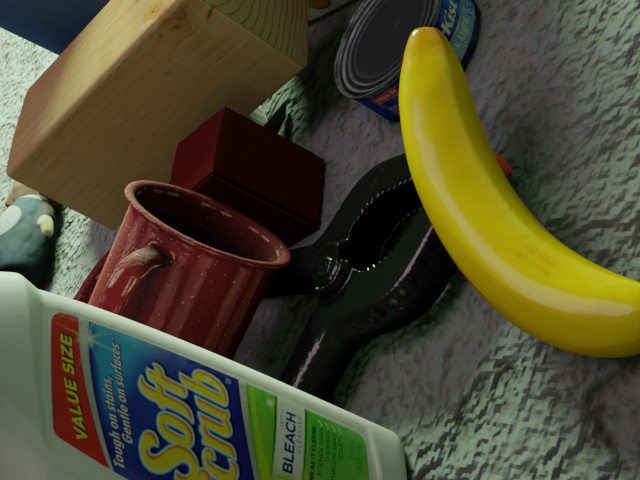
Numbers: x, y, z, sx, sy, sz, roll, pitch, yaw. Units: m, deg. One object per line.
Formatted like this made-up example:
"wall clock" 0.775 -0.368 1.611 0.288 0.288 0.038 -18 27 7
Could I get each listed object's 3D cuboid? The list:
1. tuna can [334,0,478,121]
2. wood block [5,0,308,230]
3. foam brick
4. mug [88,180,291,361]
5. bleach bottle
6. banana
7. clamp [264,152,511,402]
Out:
"tuna can" 0.048 -0.111 0.600 0.086 0.033 0.086 -37 38 36
"wood block" -0.110 -0.106 0.702 0.206 0.090 0.090 -35 38 35
"foam brick" -0.044 -0.033 0.636 0.053 0.078 0.051 -30 44 43
"mug" -0.077 0.027 0.547 0.081 0.093 0.117 -64 -14 14
"bleach bottle" -0.077 0.084 0.420 0.068 0.250 0.102 -31 42 42
"banana" 0.079 -0.014 0.442 0.070 0.037 0.198 -49 51 12
"clamp" 0.013 0.030 0.538 0.210 0.036 0.164 -39 37 35
